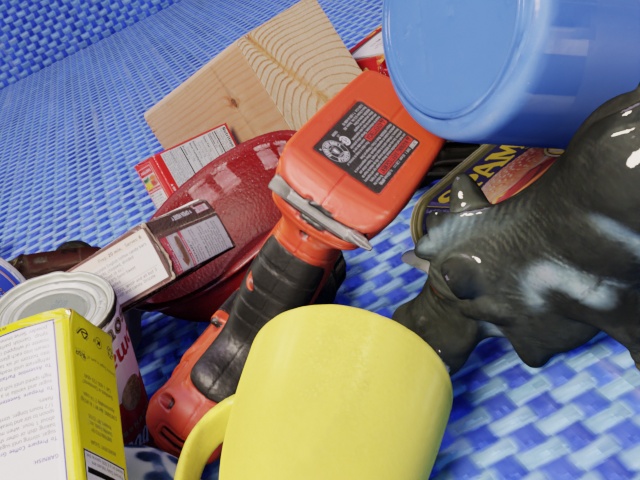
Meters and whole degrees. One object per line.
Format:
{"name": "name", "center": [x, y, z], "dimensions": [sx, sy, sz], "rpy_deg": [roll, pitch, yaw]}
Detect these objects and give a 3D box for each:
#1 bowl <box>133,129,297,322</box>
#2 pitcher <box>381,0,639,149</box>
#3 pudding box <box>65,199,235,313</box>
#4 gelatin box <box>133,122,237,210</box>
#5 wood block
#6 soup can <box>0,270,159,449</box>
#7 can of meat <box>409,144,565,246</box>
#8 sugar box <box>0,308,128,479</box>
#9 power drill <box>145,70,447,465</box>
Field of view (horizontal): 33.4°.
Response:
{"name": "bowl", "center": [-0.055, 0.001, 0.710], "dimensions": [0.162, 0.055, 0.162], "rpy_deg": [-30, 30, 19]}
{"name": "pitcher", "center": [0.147, -0.099, 0.509], "dimensions": [0.242, 0.149, 0.145], "rpy_deg": [-4, 43, -32]}
{"name": "pudding box", "center": [-0.116, 0.023, 0.617], "dimensions": [0.114, 0.039, 0.090], "rpy_deg": [-32, 1, 20]}
{"name": "gelatin box", "center": [-0.095, -0.045, 0.853], "dimensions": [0.030, 0.073, 0.089], "rpy_deg": [-23, 7, 43]}
{"name": "wood block", "center": [-0.062, -0.120, 0.930], "dimensions": [0.090, 0.091, 0.206], "rpy_deg": [-38, 10, -30]}
{"name": "soup can", "center": [-0.127, 0.075, 0.554], "dimensions": [0.068, 0.102, 0.068], "rpy_deg": [-6, 35, 4]}
{"name": "can of meat", "center": [0.114, -0.016, 0.584], "dimensions": [0.102, 0.057, 0.084], "rpy_deg": [-39, 26, -31]}
{"name": "sugar box", "center": [-0.120, 0.121, 0.410], "dimensions": [0.093, 0.048, 0.176], "rpy_deg": [-21, 60, 13]}
{"name": "power drill", "center": [-0.005, 0.008, 0.540], "dimensions": [0.184, 0.057, 0.188], "rpy_deg": [-54, -5, -50]}
